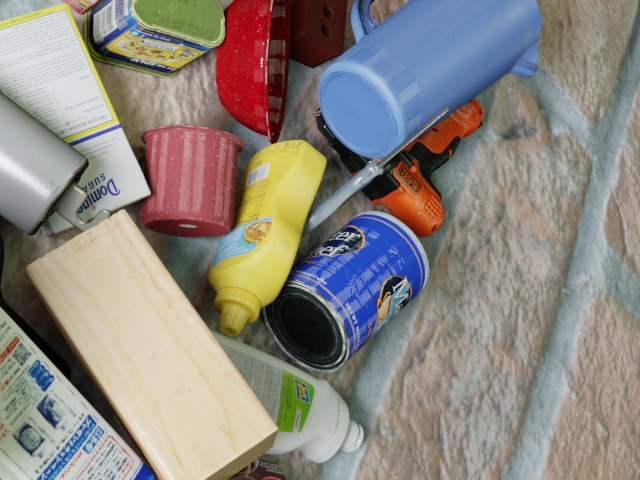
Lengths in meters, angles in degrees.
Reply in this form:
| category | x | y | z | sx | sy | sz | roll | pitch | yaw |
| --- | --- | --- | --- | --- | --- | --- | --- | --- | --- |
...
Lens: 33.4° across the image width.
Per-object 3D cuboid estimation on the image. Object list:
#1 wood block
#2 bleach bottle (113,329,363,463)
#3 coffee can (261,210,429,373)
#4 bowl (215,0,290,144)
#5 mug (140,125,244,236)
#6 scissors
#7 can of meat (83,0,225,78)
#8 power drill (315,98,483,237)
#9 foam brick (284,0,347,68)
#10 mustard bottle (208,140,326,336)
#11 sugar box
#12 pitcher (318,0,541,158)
| category | x | y | z | sx | sy | sz | roll | pitch | yaw |
| --- | --- | --- | --- | --- | --- | --- | --- | --- | --- |
| wood block | -0.129 | 0.093 | 0.819 | 0.090 | 0.091 | 0.206 | -33 | 76 | -16 |
| bleach bottle | -0.059 | 0.152 | 0.961 | 0.250 | 0.068 | 0.102 | 28 | 61 | -35 |
| coffee can | 0.026 | 0.048 | 1.035 | 0.140 | 0.103 | 0.103 | -39 | 104 | -40 |
| bowl | -0.065 | -0.173 | 1.016 | 0.055 | 0.162 | 0.162 | 4 | 70 | 5 |
| mug | -0.113 | -0.048 | 0.961 | 0.117 | 0.093 | 0.081 | 41 | 50 | -72 |
| scissors | 0.035 | -0.054 | 1.006 | 0.016 | 0.202 | 0.096 | 50 | 40 | -2 |
| can of meat | -0.149 | -0.193 | 0.963 | 0.101 | 0.084 | 0.057 | 10 | 72 | -39 |
| power drill | 0.092 | -0.121 | 1.174 | 0.184 | 0.057 | 0.187 | 47 | 54 | -17 |
| foam brick | -0.008 | -0.230 | 1.117 | 0.052 | 0.051 | 0.078 | 20 | 66 | -37 |
| mustard bottle | -0.056 | 0.001 | 0.972 | 0.058 | 0.096 | 0.191 | 38 | 52 | -29 |
| sugar box | -0.221 | -0.100 | 0.890 | 0.093 | 0.048 | 0.176 | -24 | 97 | -26 |
| pitcher | 0.103 | -0.193 | 1.099 | 0.242 | 0.149 | 0.145 | -40 | 128 | -34 |
